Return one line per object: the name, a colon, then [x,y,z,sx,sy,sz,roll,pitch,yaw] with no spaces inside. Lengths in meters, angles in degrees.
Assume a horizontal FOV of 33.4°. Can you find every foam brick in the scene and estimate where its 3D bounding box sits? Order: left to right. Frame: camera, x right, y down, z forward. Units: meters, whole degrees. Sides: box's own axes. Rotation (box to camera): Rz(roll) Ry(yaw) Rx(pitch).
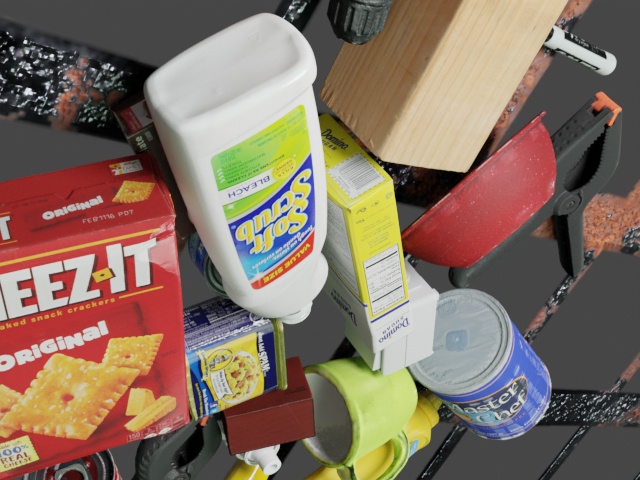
foam brick: [-0.048,0.141,0.910,0.078,0.053,0.051,-10,131,-10]

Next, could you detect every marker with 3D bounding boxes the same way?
marker: [0.199,-0.157,0.858,0.120,0.020,0.020,12,119,-44]

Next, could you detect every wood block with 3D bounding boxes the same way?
wood block: [0.094,-0.158,0.719,0.090,0.091,0.206,4,125,-40]

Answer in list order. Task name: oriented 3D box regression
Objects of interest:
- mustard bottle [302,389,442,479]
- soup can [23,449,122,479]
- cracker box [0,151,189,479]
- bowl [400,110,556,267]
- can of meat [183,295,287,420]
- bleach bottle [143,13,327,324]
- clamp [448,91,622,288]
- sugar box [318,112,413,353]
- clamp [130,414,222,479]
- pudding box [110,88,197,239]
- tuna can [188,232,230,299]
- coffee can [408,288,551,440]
mustard bottle: [0.052,0.210,1.044,0.191,0.058,0.096,-38,161,-24]
soup can: [-0.189,0.198,0.838,0.068,0.068,0.102,-26,156,-15]
cracker box: [-0.174,0.059,0.697,0.164,0.072,0.214,-14,137,-17]
bowl: [0.130,-0.028,0.834,0.162,0.055,0.162,-41,178,-2]
can of meat: [-0.077,0.089,0.850,0.083,0.057,0.102,-20,137,-18]
bleach bottle: [-0.034,-0.025,0.709,0.102,0.068,0.251,-30,144,-10]
clamp: [0.206,-0.037,0.966,0.164,0.036,0.210,-10,134,-30]
sugar box: [0.025,-0.002,0.813,0.048,0.093,0.176,-30,141,-11]
clamp: [-0.126,0.201,0.935,0.120,0.039,0.172,0,130,-53]
pudding box: [-0.078,-0.064,0.716,0.090,0.039,0.113,-32,140,-8]
tuna can: [-0.055,0.001,0.800,0.086,0.034,0.086,-21,138,-21]
coffee can: [0.153,0.121,1.023,0.103,0.103,0.140,-41,141,2]
